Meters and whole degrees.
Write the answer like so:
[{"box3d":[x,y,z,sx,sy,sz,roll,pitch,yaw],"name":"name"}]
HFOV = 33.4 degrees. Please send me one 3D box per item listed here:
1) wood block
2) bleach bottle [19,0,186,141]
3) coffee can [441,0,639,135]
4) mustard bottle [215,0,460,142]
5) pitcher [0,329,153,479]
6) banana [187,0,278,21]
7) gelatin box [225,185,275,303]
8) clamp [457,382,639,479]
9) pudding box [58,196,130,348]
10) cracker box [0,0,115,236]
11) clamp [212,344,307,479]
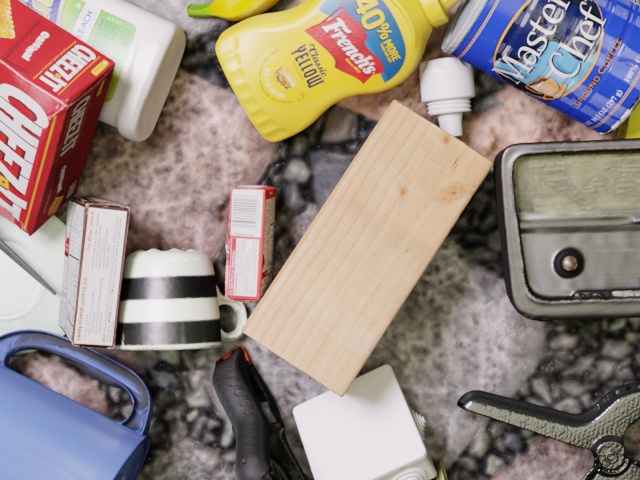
[{"box3d":[0.034,0.008,0.820,0.090,0.091,0.206,33,86,2],"name":"wood block"},{"box3d":[-0.241,-0.171,0.859,0.251,0.068,0.102,22,91,4],"name":"bleach bottle"},{"box3d":[0.177,-0.156,0.803,0.140,0.103,0.103,27,95,-4],"name":"coffee can"},{"box3d":[0.022,-0.155,0.824,0.192,0.058,0.096,-23,110,15],"name":"mustard bottle"},{"box3d":[-0.263,0.151,0.855,0.243,0.149,0.145,29,122,5],"name":"pitcher"},{"box3d":[-0.032,-0.251,0.851,0.069,0.037,0.198,32,95,0],"name":"banana"},{"box3d":[-0.056,0.001,0.851,0.030,0.073,0.089,4,95,4],"name":"gelatin box"},{"box3d":[0.229,0.182,0.861,0.210,0.036,0.164,-13,92,4],"name":"clamp"},{"box3d":[-0.181,0.023,0.850,0.039,0.090,0.113,4,95,-21],"name":"pudding box"},{"box3d":[-0.279,-0.122,0.816,0.213,0.072,0.164,34,138,1],"name":"cracker box"},{"box3d":[-0.043,0.156,0.836,0.039,0.171,0.120,-26,126,3],"name":"clamp"}]
